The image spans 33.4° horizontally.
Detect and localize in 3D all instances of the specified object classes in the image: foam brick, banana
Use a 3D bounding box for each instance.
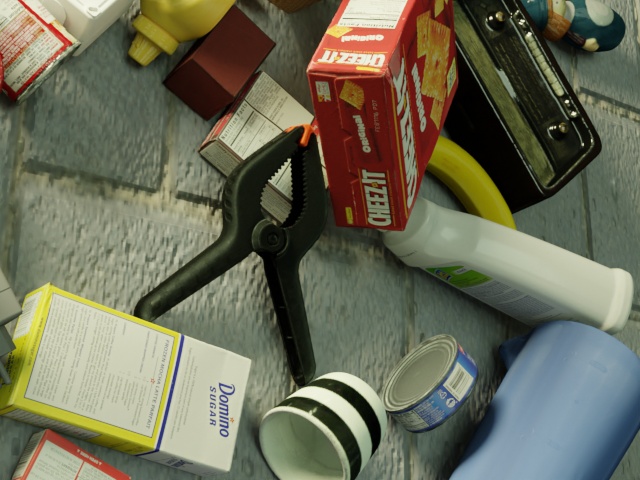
[{"bbox_3d":[-0.085,-0.151,0.907,0.051,0.053,0.078,43,55,-16],"label":"foam brick"},{"bbox_3d":[0.139,-0.045,1.045,0.197,0.037,0.069,42,77,-14],"label":"banana"}]

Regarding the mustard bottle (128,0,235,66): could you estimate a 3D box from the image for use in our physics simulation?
[{"bbox_3d":[-0.094,-0.225,0.879,0.191,0.096,0.058,-52,134,2],"label":"mustard bottle"}]

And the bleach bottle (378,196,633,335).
[{"bbox_3d":[0.158,0.019,0.981,0.250,0.103,0.068,25,66,-19],"label":"bleach bottle"}]

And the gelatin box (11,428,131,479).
[{"bbox_3d":[-0.183,0.187,0.735,0.073,0.030,0.089,36,57,-22],"label":"gelatin box"}]

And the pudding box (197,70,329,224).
[{"bbox_3d":[-0.038,-0.078,0.925,0.113,0.039,0.090,40,57,-16],"label":"pudding box"}]

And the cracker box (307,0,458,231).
[{"bbox_3d":[0.062,-0.138,0.924,0.213,0.072,0.164,-67,154,-43],"label":"cracker box"}]

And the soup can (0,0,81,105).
[{"bbox_3d":[-0.238,-0.159,0.791,0.102,0.069,0.068,46,54,-14],"label":"soup can"}]

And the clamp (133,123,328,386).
[{"bbox_3d":[-0.056,0.001,0.860,0.164,0.036,0.210,16,82,-29],"label":"clamp"}]

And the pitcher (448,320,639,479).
[{"bbox_3d":[0.199,0.200,0.936,0.145,0.149,0.242,51,56,-17],"label":"pitcher"}]

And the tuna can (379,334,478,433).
[{"bbox_3d":[0.094,0.124,0.919,0.033,0.086,0.086,46,54,-16],"label":"tuna can"}]

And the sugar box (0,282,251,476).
[{"bbox_3d":[-0.141,0.106,0.784,0.176,0.048,0.093,27,61,-30],"label":"sugar box"}]
